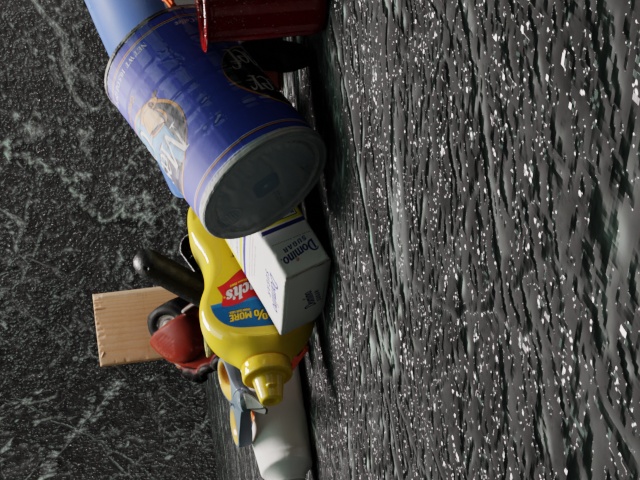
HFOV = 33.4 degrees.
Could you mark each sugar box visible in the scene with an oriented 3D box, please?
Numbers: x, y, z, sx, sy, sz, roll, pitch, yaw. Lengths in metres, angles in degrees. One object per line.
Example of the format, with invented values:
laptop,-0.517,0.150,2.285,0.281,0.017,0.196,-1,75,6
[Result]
sugar box,-0.053,-0.022,0.846,0.176,0.048,0.093,56,159,24

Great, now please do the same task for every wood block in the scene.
wood block,-0.176,0.101,1.343,0.090,0.206,0.091,153,111,-81

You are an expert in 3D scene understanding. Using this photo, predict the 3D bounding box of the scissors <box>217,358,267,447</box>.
scissors,-0.065,0.159,0.955,0.202,0.016,0.096,-146,46,-71

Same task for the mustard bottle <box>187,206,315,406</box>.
mustard bottle,-0.055,0.049,0.893,0.058,0.096,0.191,100,162,-56

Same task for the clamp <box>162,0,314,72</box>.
clamp,-0.068,-0.137,0.871,0.210,0.036,0.164,48,152,35

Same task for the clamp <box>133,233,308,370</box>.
clamp,-0.083,0.051,0.971,0.039,0.171,0.120,-51,2,22

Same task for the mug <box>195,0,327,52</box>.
mug,-0.041,-0.182,0.700,0.117,0.081,0.093,98,164,-58

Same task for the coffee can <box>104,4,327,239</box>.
coffee can,-0.076,-0.086,0.765,0.140,0.102,0.103,51,156,25

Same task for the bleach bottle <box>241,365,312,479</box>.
bleach bottle,-0.049,0.126,1.028,0.103,0.068,0.251,108,152,-67
